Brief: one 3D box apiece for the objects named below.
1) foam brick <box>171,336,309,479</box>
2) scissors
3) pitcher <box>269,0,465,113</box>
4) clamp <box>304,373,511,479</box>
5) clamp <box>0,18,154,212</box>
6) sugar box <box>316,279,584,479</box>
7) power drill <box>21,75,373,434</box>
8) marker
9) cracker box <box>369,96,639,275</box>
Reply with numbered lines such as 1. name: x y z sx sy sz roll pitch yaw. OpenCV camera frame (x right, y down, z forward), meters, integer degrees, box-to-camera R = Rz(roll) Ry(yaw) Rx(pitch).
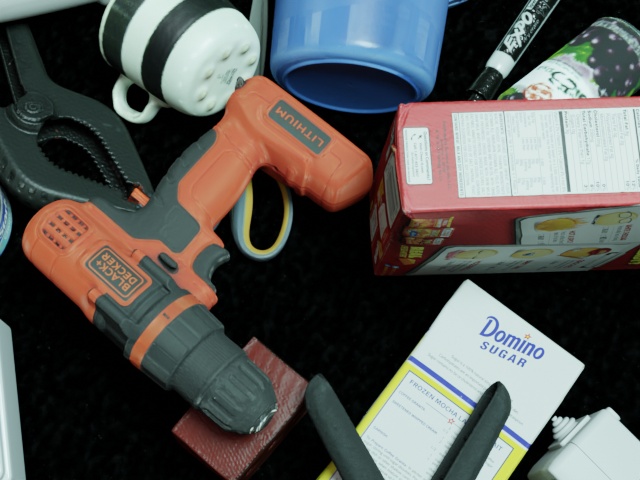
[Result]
1. foam brick: -0.046 0.107 0.653 0.051 0.053 0.078 40 77 9
2. scissors: -0.068 -0.080 0.725 0.096 0.016 0.202 -9 74 -4
3. pitcher: 0.044 -0.212 0.718 0.149 0.145 0.243 5 77 12
4. clamp: 0.040 0.154 0.600 0.120 0.039 0.171 10 75 -1
5. clamp: -0.200 -0.074 0.688 0.210 0.036 0.164 43 51 6
6. sugar box: 0.074 0.121 0.657 0.093 0.048 0.176 37 73 7
7. power drill: -0.054 0.001 0.640 0.184 0.057 0.187 40 65 12
8. marker: 0.138 -0.141 0.748 0.020 0.020 0.121 33 75 7
9. cracker box: 0.142 -0.030 0.641 0.213 0.164 0.072 -2 76 -3
